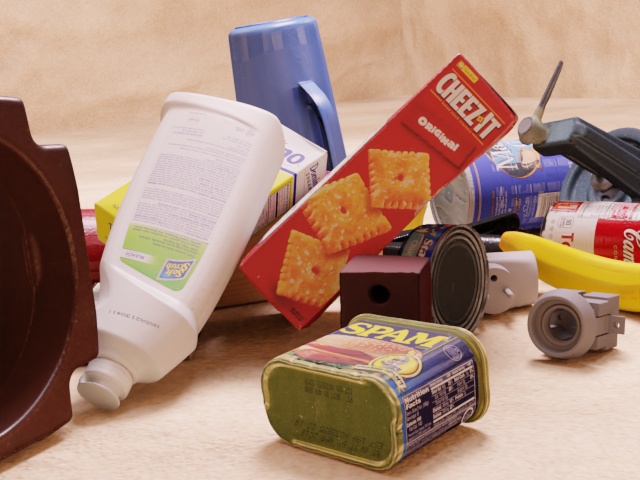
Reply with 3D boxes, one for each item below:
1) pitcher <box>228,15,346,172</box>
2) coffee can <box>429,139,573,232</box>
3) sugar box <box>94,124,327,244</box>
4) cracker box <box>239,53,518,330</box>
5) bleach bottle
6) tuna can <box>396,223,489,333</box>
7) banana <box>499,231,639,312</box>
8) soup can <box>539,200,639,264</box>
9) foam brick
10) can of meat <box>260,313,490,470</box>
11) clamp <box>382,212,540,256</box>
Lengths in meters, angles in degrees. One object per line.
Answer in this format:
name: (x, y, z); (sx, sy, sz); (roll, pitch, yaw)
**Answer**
pitcher: (-0.033, -0.142, 1.282); (0.149, 0.243, 0.144); (-6, 13, 17)
coffee can: (0.200, -0.057, 1.148); (0.140, 0.103, 0.103); (-6, 12, -17)
sugar box: (-0.084, -0.038, 0.858); (0.093, 0.048, 0.176); (31, 52, 25)
cracker box: (0.039, -0.032, 0.808); (0.213, 0.072, 0.164); (-43, 1, -1)
bleach bottle: (-0.108, 0.005, 0.740); (0.103, 0.068, 0.250); (12, 50, 13)
tuna can: (0.088, 0.030, 0.777); (0.034, 0.086, 0.085); (4, 13, 37)
banana: (0.222, 0.024, 0.840); (0.037, 0.069, 0.198); (-46, 24, -18)
soup can: (0.252, 0.000, 0.931); (0.102, 0.068, 0.068); (4, 13, 36)
foam brick: (0.044, 0.052, 0.700); (0.053, 0.078, 0.051); (0, 10, 15)
can of meat: (0.029, 0.083, 0.600); (0.102, 0.057, 0.083); (6, 17, 41)
clamp: (0.130, 0.002, 1.032); (0.171, 0.039, 0.120); (-2, 10, 4)
